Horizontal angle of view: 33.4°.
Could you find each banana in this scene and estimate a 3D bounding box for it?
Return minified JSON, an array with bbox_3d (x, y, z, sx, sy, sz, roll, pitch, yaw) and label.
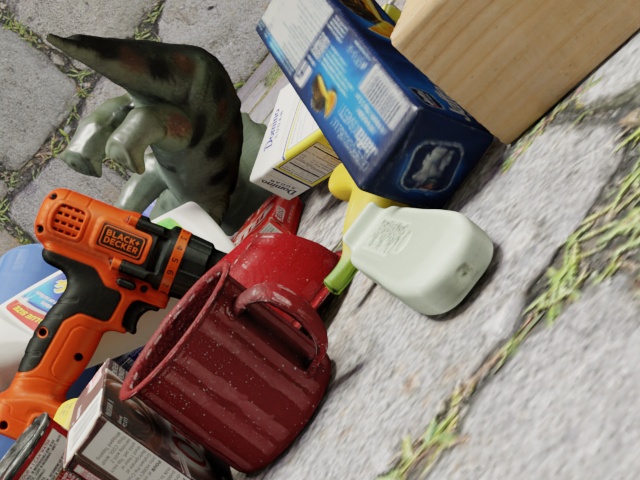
[{"bbox_3d":[0.028,-0.030,0.693,0.070,0.037,0.197,-35,14,14],"label":"banana"}]

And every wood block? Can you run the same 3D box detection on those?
[{"bbox_3d":[0.141,-0.161,0.560,0.206,0.090,0.090,-44,13,32],"label":"wood block"}]

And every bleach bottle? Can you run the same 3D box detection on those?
[{"bbox_3d":[-0.186,0.062,0.852,0.250,0.068,0.103,-28,45,-17],"label":"bleach bottle"}]

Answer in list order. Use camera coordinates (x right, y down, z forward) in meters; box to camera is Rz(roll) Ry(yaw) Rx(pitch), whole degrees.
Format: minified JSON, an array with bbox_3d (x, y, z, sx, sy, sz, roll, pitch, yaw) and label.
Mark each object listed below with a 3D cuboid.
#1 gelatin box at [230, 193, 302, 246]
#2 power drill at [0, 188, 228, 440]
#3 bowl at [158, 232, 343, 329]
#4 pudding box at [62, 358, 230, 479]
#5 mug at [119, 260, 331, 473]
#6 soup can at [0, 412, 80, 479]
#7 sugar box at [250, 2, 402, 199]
[{"bbox_3d":[-0.056,0.001,0.945,0.089,0.030,0.073,-46,13,23],"label":"gelatin box"},{"bbox_3d":[-0.146,0.074,0.791,0.057,0.184,0.187,141,151,-82],"label":"power drill"},{"bbox_3d":[-0.056,0.046,0.704,0.162,0.055,0.162,-43,7,7],"label":"bowl"},{"bbox_3d":[-0.095,0.117,0.595,0.039,0.090,0.113,-52,12,3],"label":"pudding box"},{"bbox_3d":[-0.041,0.065,0.572,0.117,0.081,0.093,-43,14,35],"label":"mug"},{"bbox_3d":[-0.136,0.154,0.604,0.068,0.102,0.068,-48,12,13],"label":"soup can"},{"bbox_3d":[0.011,-0.099,0.810,0.176,0.048,0.093,-29,40,62],"label":"sugar box"}]
